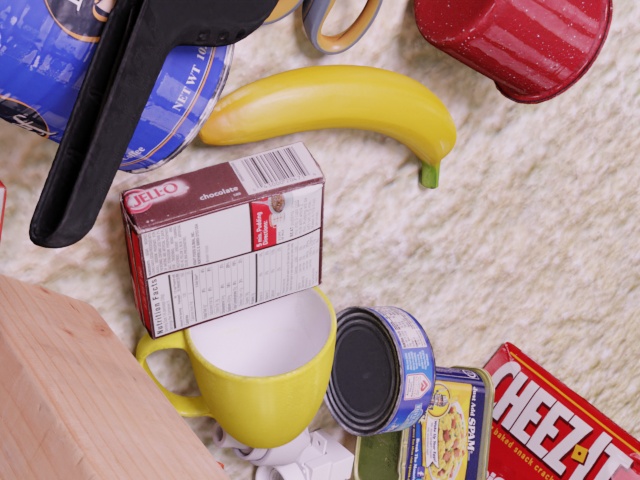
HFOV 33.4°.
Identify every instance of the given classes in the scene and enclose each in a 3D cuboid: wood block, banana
[{"bbox_3d":[-0.128,0.105,0.521,0.090,0.206,0.091,25,99,-42],"label":"wood block"},{"bbox_3d":[0.019,-0.072,0.638,0.197,0.037,0.070,9,110,-39],"label":"banana"}]

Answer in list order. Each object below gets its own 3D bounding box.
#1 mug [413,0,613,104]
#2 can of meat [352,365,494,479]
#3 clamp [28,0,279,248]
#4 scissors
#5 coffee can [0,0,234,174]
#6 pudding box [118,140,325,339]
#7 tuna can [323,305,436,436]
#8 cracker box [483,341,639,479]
[{"bbox_3d":[0.112,-0.149,0.633,0.081,0.093,0.117,20,72,-37],"label":"mug"},{"bbox_3d":[0.074,0.139,0.774,0.083,0.058,0.102,11,82,-37],"label":"can of meat"},{"bbox_3d":[-0.068,-0.103,0.427,0.209,0.036,0.164,-31,113,-42],"label":"clamp"},{"bbox_3d":[0.006,-0.179,0.537,0.096,0.016,0.202,-4,136,-16],"label":"scissors"},{"bbox_3d":[-0.123,-0.100,0.472,0.140,0.103,0.103,23,101,-42],"label":"coffee can"},{"bbox_3d":[-0.054,0.001,0.610,0.113,0.039,0.090,-16,138,-17],"label":"pudding box"},{"bbox_3d":[0.037,0.086,0.713,0.033,0.086,0.086,0,116,-38],"label":"tuna can"},{"bbox_3d":[0.141,0.209,0.808,0.214,0.164,0.072,-52,135,2],"label":"cracker box"}]
